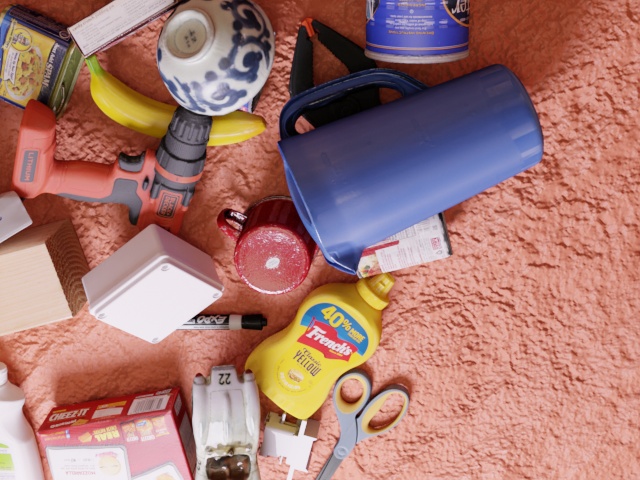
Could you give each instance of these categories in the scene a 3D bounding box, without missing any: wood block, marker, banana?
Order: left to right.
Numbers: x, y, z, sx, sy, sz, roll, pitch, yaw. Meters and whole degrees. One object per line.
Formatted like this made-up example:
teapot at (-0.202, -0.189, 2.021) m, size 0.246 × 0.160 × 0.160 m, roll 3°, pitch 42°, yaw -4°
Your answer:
wood block at (-0.368, 0.053, 1.176) m, size 0.206 × 0.090 × 0.091 m, roll -15°, pitch 107°, yaw 10°
banana at (-0.157, -0.132, 1.112) m, size 0.197 × 0.037 × 0.070 m, roll 18°, pitch 146°, yaw -8°
marker at (-0.120, 0.092, 1.206) m, size 0.121 × 0.020 × 0.020 m, roll 0°, pitch 109°, yaw 5°

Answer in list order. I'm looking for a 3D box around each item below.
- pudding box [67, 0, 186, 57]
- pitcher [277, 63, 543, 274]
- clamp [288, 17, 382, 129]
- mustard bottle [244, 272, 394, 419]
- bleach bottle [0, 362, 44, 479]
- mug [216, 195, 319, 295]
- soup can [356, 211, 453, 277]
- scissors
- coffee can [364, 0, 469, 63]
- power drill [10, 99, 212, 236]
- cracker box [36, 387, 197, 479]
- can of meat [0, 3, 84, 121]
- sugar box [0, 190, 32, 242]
pudding box at (-0.187, -0.228, 1.063) m, size 0.113 × 0.090 × 0.039 m, roll -30°, pitch 103°, yaw 13°
pitcher at (0.083, -0.089, 1.044) m, size 0.243 × 0.145 × 0.149 m, roll -23°, pitch 119°, yaw -2°
clamp at (0.037, -0.135, 1.105) m, size 0.164 × 0.036 × 0.210 m, roll -18°, pitch 104°, yaw 0°
mustard bottle at (0.011, 0.104, 1.179) m, size 0.096 × 0.058 × 0.192 m, roll 42°, pitch 107°, yaw -5°
bleach bottle at (-0.372, 0.265, 1.265) m, size 0.102 × 0.068 × 0.251 m, roll 3°, pitch 107°, yaw 4°
mug at (-0.057, 0.001, 1.136) m, size 0.117 × 0.081 × 0.093 m, roll 31°, pitch 108°, yaw -6°
soup can at (0.083, -0.005, 1.130) m, size 0.102 × 0.068 × 0.068 m, roll -14°, pitch 107°, yaw 9°
scissors at (0.017, 0.226, 1.243) m, size 0.096 × 0.016 × 0.202 m, roll 45°, pitch 107°, yaw -9°
coffee can at (0.094, -0.248, 1.026) m, size 0.103 × 0.102 × 0.140 m, roll 1°, pitch 109°, yaw 4°
power drill at (-0.214, -0.084, 1.093) m, size 0.187 × 0.057 × 0.185 m, roll 14°, pitch 130°, yaw -12°
cracker box at (-0.218, 0.288, 1.255) m, size 0.164 × 0.072 × 0.214 m, roll -11°, pitch 109°, yaw 9°
can of meat at (-0.297, -0.184, 1.106) m, size 0.084 × 0.057 × 0.102 m, roll 24°, pitch 109°, yaw -2°
sugar box at (-0.389, -0.006, 1.113) m, size 0.177 × 0.093 × 0.048 m, roll -11°, pitch 110°, yaw 44°
